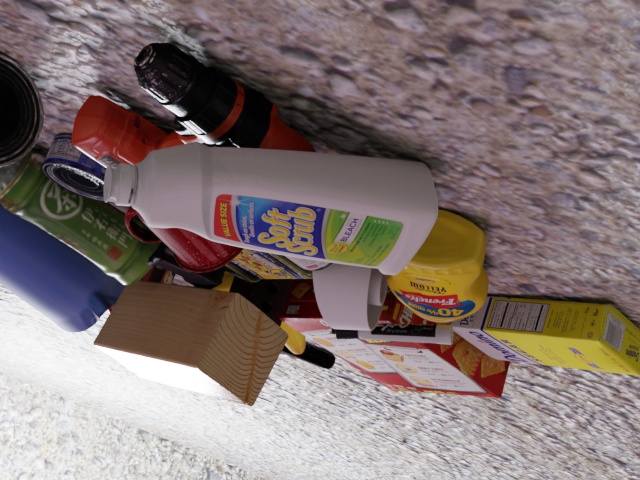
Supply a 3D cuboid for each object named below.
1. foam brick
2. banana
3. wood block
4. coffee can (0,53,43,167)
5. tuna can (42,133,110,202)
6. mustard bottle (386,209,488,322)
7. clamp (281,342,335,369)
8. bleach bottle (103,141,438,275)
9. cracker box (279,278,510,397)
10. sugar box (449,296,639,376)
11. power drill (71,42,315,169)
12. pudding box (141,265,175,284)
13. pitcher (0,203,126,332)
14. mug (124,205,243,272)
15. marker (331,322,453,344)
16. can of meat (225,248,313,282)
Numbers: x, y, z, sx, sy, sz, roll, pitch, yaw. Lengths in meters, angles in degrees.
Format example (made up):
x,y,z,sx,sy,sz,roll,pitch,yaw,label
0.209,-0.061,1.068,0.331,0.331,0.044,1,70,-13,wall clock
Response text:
x,y,z,sx,sy,sz,roll,pitch,yaw,label
-0.067,0.056,1.202,0.053,0.078,0.051,28,159,-30,foam brick
-0.081,0.080,1.307,0.197,0.070,0.037,28,-156,-32,banana
-0.145,0.108,1.171,0.207,0.090,0.090,3,149,48,wood block
-0.326,-0.107,0.964,0.102,0.102,0.141,31,158,-31,coffee can
-0.236,-0.072,1.079,0.086,0.033,0.086,17,161,6,tuna can
0.108,0.033,0.999,0.096,0.058,0.191,9,159,14,mustard bottle
-0.087,0.128,1.479,0.210,0.036,0.164,8,158,35,clamp
-0.041,-0.027,0.823,0.250,0.068,0.103,5,145,-21,bleach bottle
0.088,0.103,1.192,0.164,0.072,0.213,-3,150,44,cracker box
0.227,0.094,1.071,0.177,0.048,0.093,-2,152,45,sugar box
-0.120,-0.093,0.874,0.188,0.057,0.184,0,153,44,power drill
-0.210,0.057,1.322,0.039,0.090,0.114,23,162,-3,pudding box
-0.347,-0.007,1.248,0.149,0.145,0.242,-10,143,34,pitcher
-0.131,-0.027,1.008,0.117,0.093,0.081,-13,143,22,mug
0.070,0.091,1.053,0.121,0.020,0.020,1,157,15,marker
-0.057,0.001,1.074,0.084,0.057,0.102,-2,153,42,can of meat
